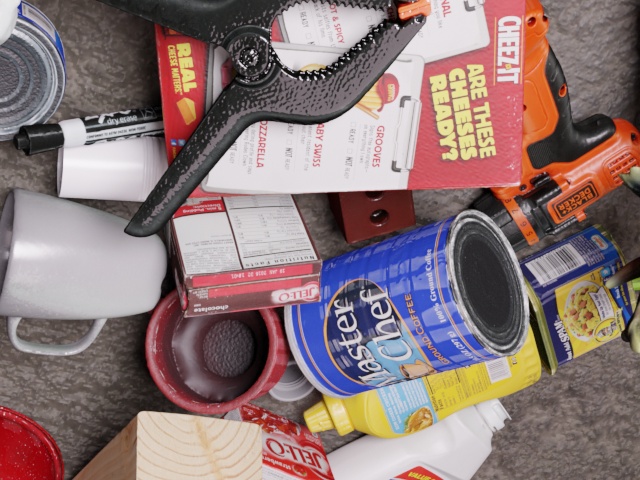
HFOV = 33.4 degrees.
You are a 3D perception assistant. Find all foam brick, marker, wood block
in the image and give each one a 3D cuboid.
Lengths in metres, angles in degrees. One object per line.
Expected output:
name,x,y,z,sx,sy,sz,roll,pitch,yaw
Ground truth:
foam brick,0.031,-0.046,0.745,0.053,0.051,0.078,-17,126,-6
marker,-0.134,-0.071,0.673,0.120,0.020,0.020,-14,128,-33
wood block,-0.121,0.201,0.779,0.090,0.091,0.206,10,151,-23

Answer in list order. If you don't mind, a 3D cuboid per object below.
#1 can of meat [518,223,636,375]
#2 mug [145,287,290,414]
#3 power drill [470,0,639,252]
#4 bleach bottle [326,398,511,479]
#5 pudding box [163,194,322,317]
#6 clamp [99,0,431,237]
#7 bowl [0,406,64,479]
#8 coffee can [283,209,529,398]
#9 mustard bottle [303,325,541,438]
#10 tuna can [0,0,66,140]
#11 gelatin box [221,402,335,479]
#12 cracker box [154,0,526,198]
can of meat,0.202,0.046,0.855,0.084,0.057,0.102,-25,127,-2
mug,-0.078,0.070,0.761,0.117,0.081,0.093,28,88,12
power drill,0.124,-0.071,0.756,0.184,0.057,0.187,-33,127,6
bleach bottle,0.047,0.204,0.910,0.251,0.068,0.102,-34,126,4
pudding box,-0.055,0.001,0.711,0.090,0.113,0.039,-5,127,-13
clamp,-0.046,-0.110,0.584,0.210,0.036,0.164,-22,107,7
bowl,-0.276,0.200,0.812,0.162,0.055,0.162,-8,124,-12
coffee can,0.060,0.047,0.750,0.141,0.102,0.102,-20,133,35
mustard bottle,0.077,0.109,0.857,0.191,0.058,0.096,-23,127,-1
tuna can,-0.198,-0.104,0.648,0.086,0.034,0.086,-8,124,-12
gelatin box,-0.032,0.173,0.856,0.089,0.073,0.030,28,111,-30
cracker box,0.011,-0.114,0.643,0.213,0.072,0.164,-3,112,0
